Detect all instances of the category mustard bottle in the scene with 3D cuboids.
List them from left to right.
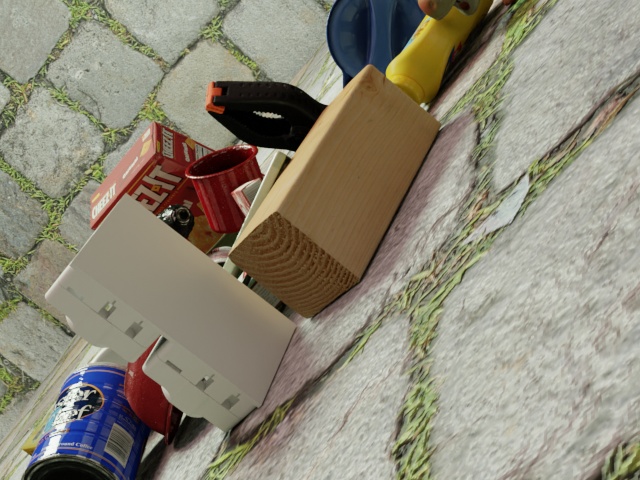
[{"bbox_3d":[0.117,-0.200,1.116,0.191,0.058,0.096,-57,1,-29],"label":"mustard bottle"}]

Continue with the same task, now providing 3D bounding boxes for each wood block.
[{"bbox_3d":[0.016,-0.045,0.932,0.090,0.090,0.205,-40,15,49],"label":"wood block"}]

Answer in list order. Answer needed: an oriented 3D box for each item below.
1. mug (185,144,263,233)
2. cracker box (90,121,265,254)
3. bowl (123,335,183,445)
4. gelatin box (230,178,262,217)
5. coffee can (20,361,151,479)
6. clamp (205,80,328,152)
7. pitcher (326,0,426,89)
[{"bbox_3d":[-0.113,-0.063,1.304,0.093,0.081,0.117,-29,25,-24],"label":"mug"},{"bbox_3d":[-0.178,-0.045,1.443,0.164,0.213,0.072,-44,37,31],"label":"cracker box"},{"bbox_3d":[-0.151,0.113,1.034,0.162,0.055,0.162,-173,97,-89],"label":"bowl"},{"bbox_3d":[-0.063,-0.026,1.217,0.030,0.089,0.073,-34,7,-11],"label":"gelatin box"},{"bbox_3d":[-0.224,0.202,1.048,0.103,0.102,0.140,-47,17,27],"label":"coffee can"},{"bbox_3d":[-0.020,-0.110,1.077,0.165,0.209,0.036,131,146,-56],"label":"clamp"},{"bbox_3d":[0.079,-0.280,1.387,0.149,0.145,0.243,-19,11,4],"label":"pitcher"}]
